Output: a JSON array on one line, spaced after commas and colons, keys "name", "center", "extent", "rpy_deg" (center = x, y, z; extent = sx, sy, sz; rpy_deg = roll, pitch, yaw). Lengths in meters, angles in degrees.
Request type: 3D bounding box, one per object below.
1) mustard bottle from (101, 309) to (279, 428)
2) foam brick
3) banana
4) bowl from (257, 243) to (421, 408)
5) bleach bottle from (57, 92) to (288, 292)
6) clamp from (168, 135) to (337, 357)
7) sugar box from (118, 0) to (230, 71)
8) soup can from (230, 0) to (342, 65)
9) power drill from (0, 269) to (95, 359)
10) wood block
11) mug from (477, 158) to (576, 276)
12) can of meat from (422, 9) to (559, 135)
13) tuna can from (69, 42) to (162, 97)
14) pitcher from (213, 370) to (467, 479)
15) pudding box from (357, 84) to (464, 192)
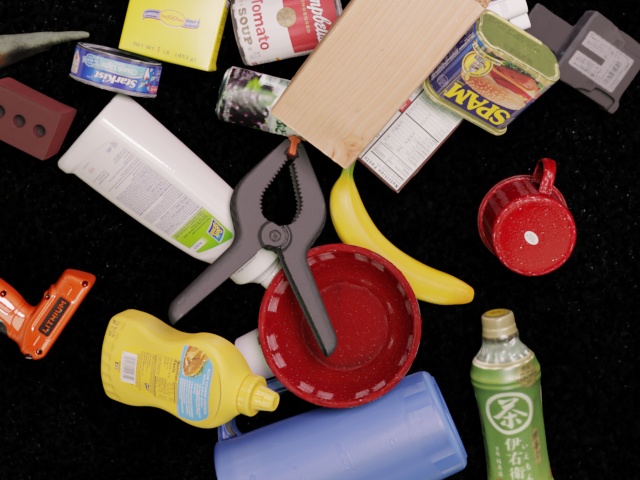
[{"name": "mustard bottle", "center": [-0.130, 0.138, 1.084], "extent": [0.192, 0.058, 0.096], "rpy_deg": [14, 106, 23]}, {"name": "foam brick", "center": [-0.295, -0.122, 1.070], "extent": [0.078, 0.051, 0.053], "rpy_deg": [25, 103, -3]}, {"name": "banana", "center": [0.071, 0.007, 1.088], "extent": [0.070, 0.037, 0.198], "rpy_deg": [-40, 98, 12]}, {"name": "bowl", "center": [0.021, 0.086, 1.070], "extent": [0.162, 0.055, 0.162], "rpy_deg": [-1, 84, 8]}, {"name": "bleach bottle", "center": [-0.135, -0.032, 1.073], "extent": [0.250, 0.068, 0.103], "rpy_deg": [41, 131, -13]}, {"name": "clamp", "center": [-0.057, 0.001, 1.027], "extent": [0.164, 0.036, 0.210], "rpy_deg": [6, 82, -13]}, {"name": "sugar box", "center": [-0.127, -0.258, 1.025], "extent": [0.093, 0.048, 0.176], "rpy_deg": [14, 99, 0]}, {"name": "soup can", "center": [-0.029, -0.210, 1.028], "extent": [0.102, 0.068, 0.068], "rpy_deg": [-10, 102, 6]}, {"name": "power drill", "center": [-0.329, 0.020, 1.094], "extent": [0.187, 0.057, 0.184], "rpy_deg": [33, 91, -7]}, {"name": "wood block", "center": [0.056, -0.174, 0.938], "extent": [0.091, 0.090, 0.206], "rpy_deg": [36, 129, -7]}, {"name": "mug", "center": [0.209, -0.024, 1.051], "extent": [0.093, 0.081, 0.117], "rpy_deg": [18, 103, -1]}, {"name": "can of meat", "center": [0.162, -0.159, 1.008], "extent": [0.102, 0.057, 0.084], "rpy_deg": [26, 136, -21]}, {"name": "tuna can", "center": [-0.198, -0.166, 1.038], "extent": [0.086, 0.086, 0.034], "rpy_deg": [15, 102, -1]}, {"name": "pitcher", "center": [0.017, 0.217, 1.099], "extent": [0.243, 0.145, 0.149], "rpy_deg": [-23, 124, 4]}, {"name": "pudding box", "center": [0.080, -0.118, 1.059], "extent": [0.090, 0.039, 0.113], "rpy_deg": [41, 103, -7]}]
